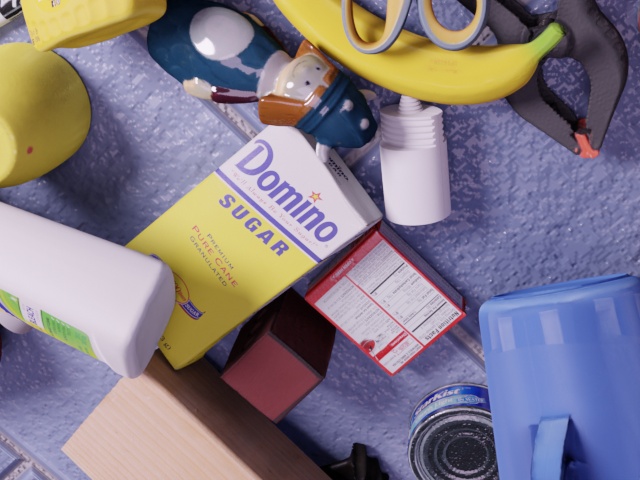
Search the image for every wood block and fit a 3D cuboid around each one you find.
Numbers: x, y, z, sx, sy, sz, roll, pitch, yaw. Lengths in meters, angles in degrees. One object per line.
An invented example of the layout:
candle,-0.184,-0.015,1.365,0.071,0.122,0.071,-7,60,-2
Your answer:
wood block,-0.066,0.175,0.752,0.206,0.090,0.091,42,104,5

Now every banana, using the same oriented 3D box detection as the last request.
banana,0.048,-0.125,0.654,0.198,0.037,0.070,18,116,15

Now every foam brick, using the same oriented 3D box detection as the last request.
foam brick,-0.027,0.077,0.742,0.051,0.078,0.053,41,110,-9

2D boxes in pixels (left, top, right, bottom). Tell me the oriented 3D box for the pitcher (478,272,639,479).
pitcher,0.169,0.148,0.671,0.144,0.149,0.243,-10,88,-14

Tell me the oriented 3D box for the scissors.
scissors,0.069,-0.194,0.595,0.096,0.016,0.202,24,112,12

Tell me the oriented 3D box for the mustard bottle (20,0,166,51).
mustard bottle,-0.154,-0.215,0.631,0.096,0.058,0.191,-9,97,41

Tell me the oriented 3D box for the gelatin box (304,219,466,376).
gelatin box,0.046,0.040,0.741,0.089,0.030,0.073,42,111,-10

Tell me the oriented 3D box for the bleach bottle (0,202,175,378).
bleach bottle,-0.219,0.004,0.675,0.251,0.068,0.103,23,159,4

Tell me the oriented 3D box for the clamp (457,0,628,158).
clamp,0.129,-0.129,0.652,0.120,0.039,0.171,-3,115,28

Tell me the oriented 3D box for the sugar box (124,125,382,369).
sugar box,-0.055,0.001,0.720,0.176,0.048,0.093,-39,86,23

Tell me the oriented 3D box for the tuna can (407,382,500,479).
tuna can,0.106,0.148,0.776,0.086,0.033,0.086,3,113,7
